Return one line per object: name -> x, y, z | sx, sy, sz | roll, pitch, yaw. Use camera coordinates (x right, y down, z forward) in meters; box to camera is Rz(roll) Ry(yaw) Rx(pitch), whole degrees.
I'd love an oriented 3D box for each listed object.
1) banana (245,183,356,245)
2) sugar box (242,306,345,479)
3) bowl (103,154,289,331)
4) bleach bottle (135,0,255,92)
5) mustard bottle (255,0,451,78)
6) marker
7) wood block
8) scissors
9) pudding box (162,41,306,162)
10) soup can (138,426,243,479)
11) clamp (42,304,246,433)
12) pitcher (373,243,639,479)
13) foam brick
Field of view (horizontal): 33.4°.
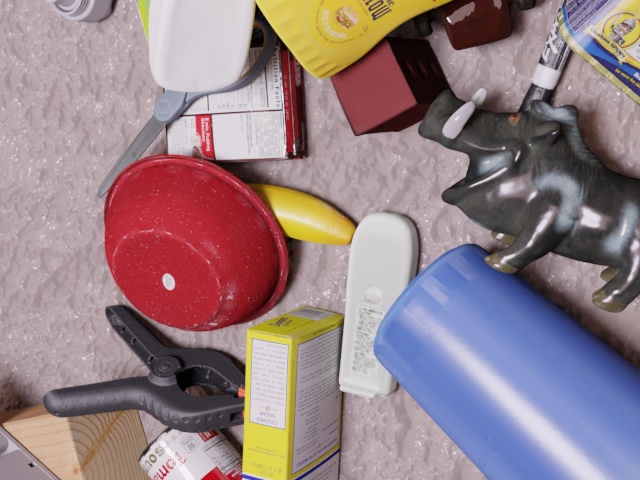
banana -> -0.066, -0.014, 0.851 | 0.198, 0.037, 0.069 | -12, 117, 30
sugar box -> -0.021, 0.146, 0.817 | 0.048, 0.093, 0.176 | 10, 102, 26
bowl -> -0.108, 0.016, 0.829 | 0.162, 0.055, 0.162 | 12, 127, 16
bleach bottle -> -0.115, -0.222, 0.779 | 0.103, 0.068, 0.251 | 105, 150, -42
mustard bottle -> 0.055, -0.183, 0.667 | 0.192, 0.096, 0.058 | -30, 48, 12
marker -> 0.163, -0.135, 0.725 | 0.020, 0.020, 0.121 | 26, 109, 21
wood block -> -0.263, 0.198, 0.947 | 0.206, 0.090, 0.090 | -15, 91, 28
scissors -> -0.121, -0.122, 0.826 | 0.202, 0.016, 0.096 | -31, 79, 24
pudding box -> -0.068, -0.106, 0.834 | 0.114, 0.039, 0.090 | 0, 96, 25
soup can -> -0.092, 0.198, 0.875 | 0.102, 0.068, 0.069 | 48, 115, 13
clamp -> -0.128, 0.107, 0.878 | 0.171, 0.120, 0.039 | 9, 138, 5
pitcher -> 0.151, 0.123, 0.718 | 0.243, 0.144, 0.149 | 43, 100, 19
foam brick -> 0.051, -0.109, 0.752 | 0.051, 0.078, 0.053 | -26, 86, 29
